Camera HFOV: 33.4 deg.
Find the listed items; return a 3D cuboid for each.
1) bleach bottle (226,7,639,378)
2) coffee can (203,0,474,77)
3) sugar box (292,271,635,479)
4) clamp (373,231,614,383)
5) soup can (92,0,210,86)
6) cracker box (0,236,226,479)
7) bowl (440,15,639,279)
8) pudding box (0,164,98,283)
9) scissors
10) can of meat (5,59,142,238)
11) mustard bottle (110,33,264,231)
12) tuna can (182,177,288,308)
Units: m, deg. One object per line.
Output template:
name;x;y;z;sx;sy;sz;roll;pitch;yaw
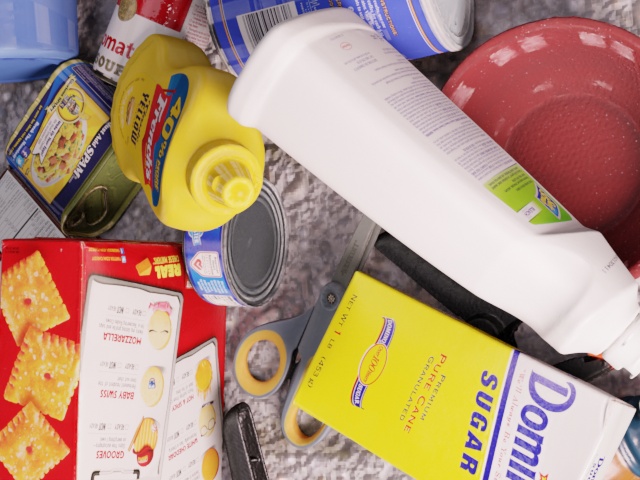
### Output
bleach bottle;0.073;-0.020;0.562;0.251;0.102;0.068;42;124;11
coffee can;0.013;-0.154;0.662;0.140;0.102;0.103;-9;85;25
sugar box;0.077;0.095;0.609;0.176;0.048;0.093;25;91;35
clamp;0.099;0.049;0.655;0.172;0.039;0.120;-5;92;28
soup can;-0.109;-0.152;0.738;0.069;0.068;0.102;28;101;23
cracker box;-0.132;0.106;0.692;0.072;0.164;0.214;2;90;26
bowl;0.142;-0.046;0.626;0.162;0.055;0.162;0;89;25
pudding box;-0.217;0.013;0.802;0.113;0.039;0.090;46;107;16
scissors;-0.008;0.038;0.699;0.096;0.016;0.202;19;107;30
can of meat;-0.170;-0.067;0.772;0.084;0.057;0.102;45;106;21
mustard bottle;-0.077;-0.058;0.637;0.192;0.058;0.096;44;119;59
tuna can;-0.055;0.001;0.700;0.034;0.086;0.086;2;90;26
